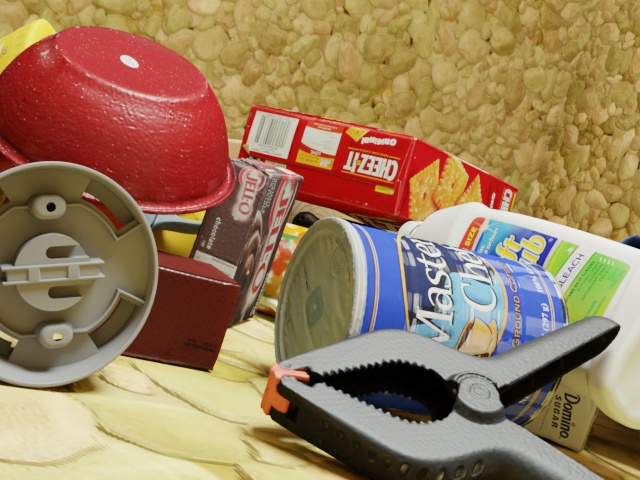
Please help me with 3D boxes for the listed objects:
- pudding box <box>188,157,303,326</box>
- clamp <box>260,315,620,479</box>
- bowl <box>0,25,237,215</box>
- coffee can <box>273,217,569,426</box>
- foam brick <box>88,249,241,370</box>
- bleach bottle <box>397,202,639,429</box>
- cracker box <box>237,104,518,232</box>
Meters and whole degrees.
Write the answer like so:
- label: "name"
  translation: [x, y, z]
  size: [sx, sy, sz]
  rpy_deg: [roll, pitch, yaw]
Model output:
- label: "pudding box"
  translation: [-0.055, 0.001, 0.731]
  size: [0.039, 0.113, 0.090]
  rpy_deg: [24, 7, 12]
- label: "clamp"
  translation: [0.077, 0.080, 0.529]
  size: [0.210, 0.036, 0.164]
  rpy_deg: [13, 36, -5]
- label: "bowl"
  translation: [-0.118, -0.082, 0.630]
  size: [0.162, 0.055, 0.162]
  rpy_deg: [19, 27, -10]
- label: "coffee can"
  translation: [0.057, 0.050, 0.621]
  size: [0.140, 0.103, 0.103]
  rpy_deg: [12, 7, -24]
- label: "foam brick"
  translation: [-0.094, 0.034, 0.593]
  size: [0.078, 0.053, 0.051]
  rpy_deg: [16, 6, -28]
- label: "bleach bottle"
  translation: [0.132, 0.034, 0.718]
  size: [0.068, 0.102, 0.251]
  rpy_deg: [37, -9, -35]
- label: "cracker box"
  translation: [0.053, -0.049, 0.931]
  size: [0.164, 0.072, 0.213]
  rpy_deg: [15, -1, 33]
